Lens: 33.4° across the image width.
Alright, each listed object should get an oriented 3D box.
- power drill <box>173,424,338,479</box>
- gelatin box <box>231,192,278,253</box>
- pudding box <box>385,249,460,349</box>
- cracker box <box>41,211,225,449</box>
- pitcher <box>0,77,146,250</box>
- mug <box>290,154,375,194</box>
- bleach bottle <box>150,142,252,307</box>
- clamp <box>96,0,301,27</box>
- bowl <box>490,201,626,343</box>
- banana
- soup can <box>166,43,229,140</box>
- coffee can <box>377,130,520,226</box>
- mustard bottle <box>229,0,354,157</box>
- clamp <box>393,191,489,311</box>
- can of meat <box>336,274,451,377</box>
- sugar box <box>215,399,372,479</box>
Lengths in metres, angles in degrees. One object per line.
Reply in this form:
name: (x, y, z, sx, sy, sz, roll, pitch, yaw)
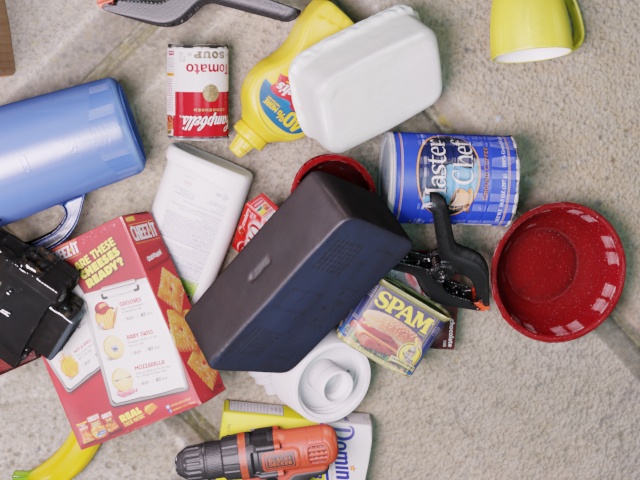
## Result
power drill: (-0.063, 0.302, 1.211, 0.184, 0.057, 0.188, -8, 110, 0)
gelatin box: (-0.058, 0.002, 1.177, 0.073, 0.089, 0.030, 44, 56, 13)
pudding box: (0.112, 0.068, 1.232, 0.090, 0.039, 0.113, 3, 100, -5)
cracker box: (-0.220, 0.097, 1.156, 0.164, 0.072, 0.214, -24, 88, 22)
pitcher: (-0.312, -0.078, 1.140, 0.242, 0.149, 0.145, -18, 59, -3)
mug: (0.006, -0.042, 1.185, 0.093, 0.081, 0.117, 26, 97, -8)
bleach bottle: (-0.165, 0.024, 1.197, 0.102, 0.068, 0.251, 23, 101, 1)
clamp: (-0.138, -0.295, 1.132, 0.210, 0.036, 0.164, -12, 97, 3)
bowl: (0.264, 0.033, 1.223, 0.162, 0.055, 0.162, -1, 99, -9)
banana: (-0.282, 0.216, 1.235, 0.069, 0.037, 0.198, 32, 97, -9)
soup can: (-0.133, -0.162, 1.162, 0.068, 0.068, 0.102, 0, 100, -4)
coffee can: (0.139, -0.068, 1.178, 0.140, 0.103, 0.103, 1, 100, -4)
mustard bottle: (-0.030, -0.167, 1.170, 0.192, 0.058, 0.096, -47, 121, 5)
clamp: (0.120, 0.027, 1.171, 0.120, 0.039, 0.171, -23, 125, 28)
can of meat: (0.079, 0.092, 1.186, 0.102, 0.057, 0.084, 31, 98, -6)
sugar box: (-0.031, 0.244, 1.250, 0.176, 0.048, 0.093, 6, 102, -3)
